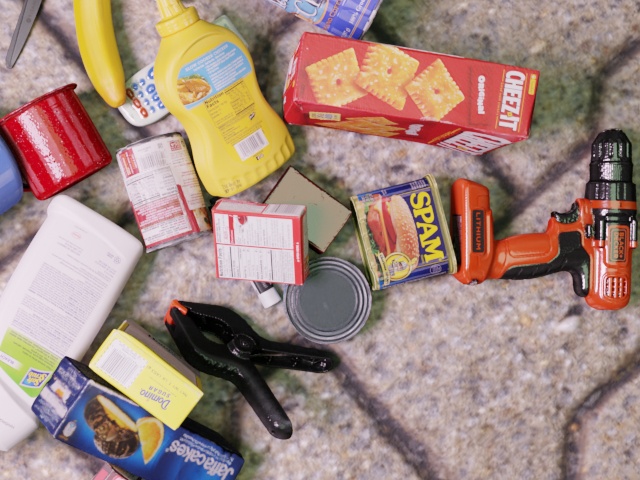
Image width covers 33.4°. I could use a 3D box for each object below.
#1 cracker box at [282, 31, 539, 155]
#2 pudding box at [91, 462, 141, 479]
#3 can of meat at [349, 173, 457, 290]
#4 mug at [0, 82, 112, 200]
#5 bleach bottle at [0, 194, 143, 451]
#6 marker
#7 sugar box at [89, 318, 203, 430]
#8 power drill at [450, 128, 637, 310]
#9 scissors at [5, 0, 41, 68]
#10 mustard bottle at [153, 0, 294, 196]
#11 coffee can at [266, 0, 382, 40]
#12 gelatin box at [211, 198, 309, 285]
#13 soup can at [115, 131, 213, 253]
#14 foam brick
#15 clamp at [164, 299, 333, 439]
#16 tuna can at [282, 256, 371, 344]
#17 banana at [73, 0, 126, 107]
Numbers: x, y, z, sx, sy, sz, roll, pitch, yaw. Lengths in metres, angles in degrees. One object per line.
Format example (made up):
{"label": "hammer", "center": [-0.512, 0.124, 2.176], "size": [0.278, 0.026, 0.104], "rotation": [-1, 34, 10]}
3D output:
{"label": "cracker box", "center": [0.075, -0.133, 1.003], "size": [0.213, 0.164, 0.072], "rotation": [9, 89, -6]}
{"label": "pudding box", "center": [-0.206, 0.243, 0.987], "size": [0.039, 0.113, 0.090], "rotation": [40, 85, -1]}
{"label": "can of meat", "center": [0.080, -0.007, 1.055], "size": [0.084, 0.057, 0.102], "rotation": [-14, 90, -4]}
{"label": "mug", "center": [-0.259, -0.085, 1.008], "size": [0.117, 0.093, 0.081], "rotation": [-26, 98, 24]}
{"label": "bleach bottle", "center": [-0.266, 0.087, 0.975], "size": [0.102, 0.068, 0.250], "rotation": [32, 69, -8]}
{"label": "marker", "center": [-0.076, 0.010, 1.055], "size": [0.020, 0.020, 0.121], "rotation": [-30, 92, -6]}
{"label": "sugar box", "center": [-0.155, 0.117, 0.964], "size": [0.093, 0.176, 0.048], "rotation": [38, 82, -4]}
{"label": "power drill", "center": [0.227, -0.023, 1.070], "size": [0.187, 0.057, 0.184], "rotation": [1, 89, -6]}
{"label": "scissors", "center": [-0.282, -0.276, 1.035], "size": [0.096, 0.016, 0.201], "rotation": [36, 86, -16]}
{"label": "mustard bottle", "center": [-0.103, -0.143, 1.006], "size": [0.096, 0.058, 0.191], "rotation": [-35, 112, -23]}
{"label": "coffee can", "center": [-0.004, -0.264, 1.027], "size": [0.140, 0.103, 0.103], "rotation": [26, 86, -6]}
{"label": "gelatin box", "center": [-0.057, 0.001, 1.014], "size": [0.089, 0.030, 0.073], "rotation": [5, 117, 13]}
{"label": "soup can", "center": [-0.150, -0.046, 1.023], "size": [0.068, 0.068, 0.102], "rotation": [-18, 90, -7]}
{"label": "foam brick", "center": [-0.015, -0.029, 1.046], "size": [0.078, 0.053, 0.051], "rotation": [36, 85, -5]}
{"label": "clamp", "center": [-0.076, 0.117, 1.016], "size": [0.171, 0.120, 0.039], "rotation": [24, 122, -2]}
{"label": "tuna can", "center": [0.006, 0.059, 1.056], "size": [0.086, 0.034, 0.086], "rotation": [0, 89, -7]}
{"label": "banana", "center": [-0.212, -0.227, 1.024], "size": [0.037, 0.070, 0.198], "rotation": [-3, 96, -38]}
